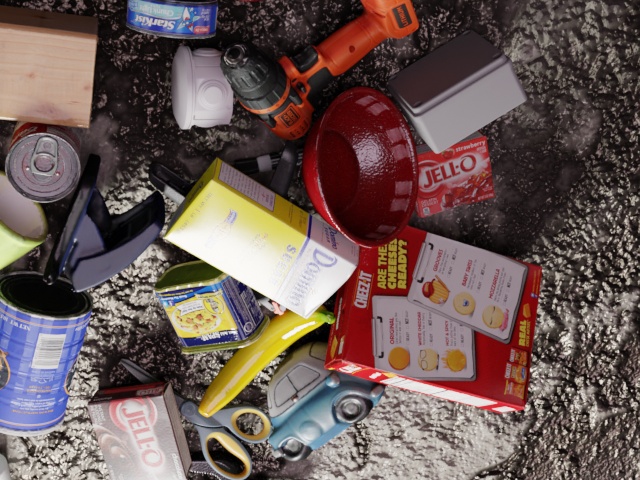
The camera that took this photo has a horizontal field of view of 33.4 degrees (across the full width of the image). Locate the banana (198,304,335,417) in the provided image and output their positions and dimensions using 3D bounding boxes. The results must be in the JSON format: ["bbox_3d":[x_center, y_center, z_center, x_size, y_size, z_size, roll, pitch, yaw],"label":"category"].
[{"bbox_3d":[-0.061,0.120,1.178,0.198,0.069,0.037,-40,98,19],"label":"banana"}]

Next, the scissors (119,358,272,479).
[{"bbox_3d":[-0.131,0.185,1.217,0.096,0.016,0.201,-38,104,-13],"label":"scissors"}]

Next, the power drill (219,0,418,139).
[{"bbox_3d":[-0.001,-0.187,1.018,0.187,0.184,0.057,-39,72,3],"label":"power drill"}]

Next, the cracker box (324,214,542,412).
[{"bbox_3d":[0.124,0.082,1.152,0.213,0.072,0.164,16,71,-14],"label":"cracker box"}]

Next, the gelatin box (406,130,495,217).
[{"bbox_3d":[0.139,-0.072,1.156,0.089,0.030,0.073,-15,115,-5],"label":"gelatin box"}]

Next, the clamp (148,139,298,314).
[{"bbox_3d":[-0.065,-0.012,1.114,0.165,0.036,0.210,-13,122,25],"label":"clamp"}]

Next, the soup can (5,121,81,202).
[{"bbox_3d":[-0.265,-0.086,1.029,0.068,0.102,0.068,-4,114,-10],"label":"soup can"}]

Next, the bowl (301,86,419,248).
[{"bbox_3d":[0.031,-0.072,1.080,0.161,0.055,0.162,4,85,-47],"label":"bowl"}]

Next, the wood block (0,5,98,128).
[{"bbox_3d":[-0.315,-0.169,0.990,0.206,0.091,0.090,5,112,-13],"label":"wood block"}]

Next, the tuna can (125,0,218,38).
[{"bbox_3d":[-0.140,-0.216,1.008,0.086,0.086,0.034,3,111,-13],"label":"tuna can"}]

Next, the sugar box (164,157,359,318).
[{"bbox_3d":[-0.057,0.001,1.069,0.176,0.048,0.093,32,124,-17],"label":"sugar box"}]

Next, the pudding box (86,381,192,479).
[{"bbox_3d":[-0.200,0.217,1.190,0.090,0.039,0.113,-8,111,12],"label":"pudding box"}]

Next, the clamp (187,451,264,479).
[{"bbox_3d":[-0.112,0.312,1.262,0.171,0.039,0.120,29,88,-15],"label":"clamp"}]

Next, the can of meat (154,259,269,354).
[{"bbox_3d":[-0.117,0.068,1.134,0.102,0.057,0.084,-10,117,29],"label":"can of meat"}]

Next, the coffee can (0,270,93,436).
[{"bbox_3d":[-0.302,0.116,1.108,0.102,0.103,0.140,13,110,-16],"label":"coffee can"}]

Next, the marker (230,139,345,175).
[{"bbox_3d":[-0.035,-0.086,1.121,0.121,0.020,0.020,-12,115,-6],"label":"marker"}]
